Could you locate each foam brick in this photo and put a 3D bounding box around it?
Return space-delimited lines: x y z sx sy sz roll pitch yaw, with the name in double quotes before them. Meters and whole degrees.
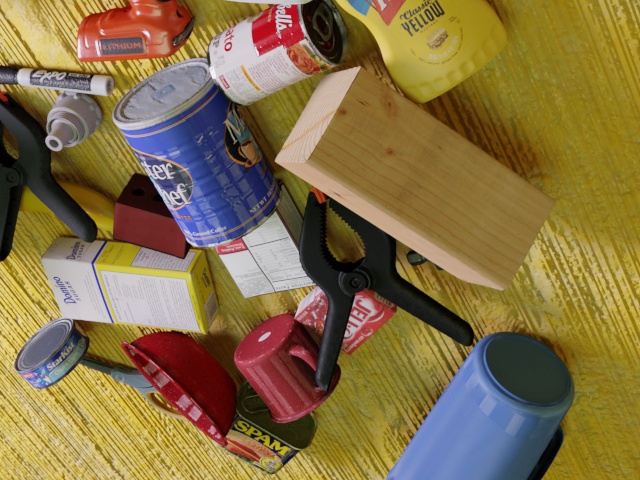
"foam brick" -0.161 -0.025 1.066 0.078 0.053 0.051 15 132 5

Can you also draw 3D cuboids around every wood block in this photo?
"wood block" 0.079 -0.049 0.897 0.206 0.090 0.091 31 174 -18

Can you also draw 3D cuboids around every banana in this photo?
"banana" -0.285 -0.036 1.110 0.198 0.037 0.070 12 130 9

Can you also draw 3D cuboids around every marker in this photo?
"marker" -0.255 -0.152 1.013 0.121 0.020 0.020 8 131 13

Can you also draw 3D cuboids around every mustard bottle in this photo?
"mustard bottle" 0.058 -0.206 0.826 0.096 0.058 0.191 -33 113 14

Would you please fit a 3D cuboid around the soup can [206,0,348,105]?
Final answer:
"soup can" -0.036 -0.161 0.896 0.102 0.068 0.068 -19 121 32

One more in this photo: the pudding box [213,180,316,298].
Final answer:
"pudding box" -0.057 0.001 1.062 0.090 0.039 0.113 -12 126 25

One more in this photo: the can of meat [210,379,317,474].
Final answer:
"can of meat" -0.068 0.219 1.239 0.102 0.057 0.084 32 135 -8

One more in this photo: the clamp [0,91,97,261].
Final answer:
"clamp" -0.287 -0.063 1.057 0.120 0.039 0.171 -4 109 10

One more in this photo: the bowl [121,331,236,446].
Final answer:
"bowl" -0.143 0.151 1.172 0.162 0.055 0.162 39 161 15

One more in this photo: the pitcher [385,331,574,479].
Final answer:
"pitcher" 0.174 0.210 1.109 0.145 0.149 0.243 32 130 12

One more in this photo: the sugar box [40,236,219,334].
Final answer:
"sugar box" -0.204 0.048 1.148 0.176 0.048 0.093 7 133 18

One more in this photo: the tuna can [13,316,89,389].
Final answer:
"tuna can" -0.308 0.129 1.226 0.086 0.086 0.033 -20 122 32

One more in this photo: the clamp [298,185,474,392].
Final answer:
"clamp" 0.030 0.043 1.026 0.165 0.036 0.210 -27 101 16

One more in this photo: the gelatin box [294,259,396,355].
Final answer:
"gelatin box" 0.027 0.070 1.095 0.073 0.030 0.089 34 132 -11

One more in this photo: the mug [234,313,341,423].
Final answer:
"mug" -0.031 0.132 1.123 0.117 0.093 0.081 -1 130 57

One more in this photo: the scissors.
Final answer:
"scissors" -0.223 0.151 1.263 0.201 0.016 0.096 31 130 -8

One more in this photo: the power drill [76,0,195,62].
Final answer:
"power drill" -0.192 -0.242 0.888 0.185 0.057 0.187 2 129 18

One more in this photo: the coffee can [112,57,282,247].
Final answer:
"coffee can" -0.109 -0.079 0.968 0.103 0.102 0.140 -10 125 27
